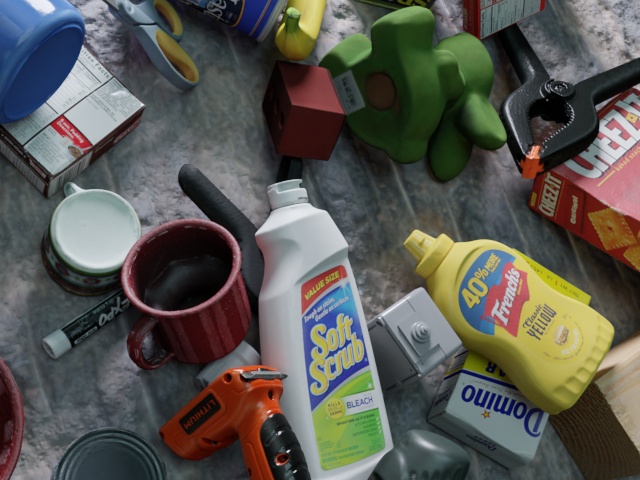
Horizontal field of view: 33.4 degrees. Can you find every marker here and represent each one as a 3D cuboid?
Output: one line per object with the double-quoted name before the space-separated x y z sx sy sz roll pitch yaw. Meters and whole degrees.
"marker" -0.168 0.054 0.856 0.121 0.020 0.020 -36 86 -29

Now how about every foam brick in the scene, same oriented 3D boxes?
"foam brick" -0.016 -0.115 0.948 0.051 0.053 0.078 6 38 -21

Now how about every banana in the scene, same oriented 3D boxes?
"banana" -0.013 -0.215 0.986 0.037 0.070 0.197 21 34 -8

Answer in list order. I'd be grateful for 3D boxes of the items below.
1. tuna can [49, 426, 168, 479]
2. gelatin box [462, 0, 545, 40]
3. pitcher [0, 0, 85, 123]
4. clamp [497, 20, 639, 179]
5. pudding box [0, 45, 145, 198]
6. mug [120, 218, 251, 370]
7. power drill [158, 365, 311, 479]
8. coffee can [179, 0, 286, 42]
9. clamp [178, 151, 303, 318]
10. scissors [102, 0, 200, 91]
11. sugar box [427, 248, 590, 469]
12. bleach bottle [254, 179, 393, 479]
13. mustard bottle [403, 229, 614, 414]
"tuna can" -0.159 0.185 0.799 0.086 0.034 0.086 8 68 -19
"gelatin box" 0.184 -0.251 1.069 0.089 0.073 0.030 -27 51 -15
"pitcher" -0.297 -0.210 0.818 0.243 0.149 0.144 38 46 4
"clamp" 0.240 -0.136 1.034 0.164 0.036 0.209 11 49 11
"pudding box" -0.216 -0.105 0.888 0.090 0.039 0.113 44 58 1
"mug" -0.107 0.052 0.830 0.093 0.081 0.117 22 59 25
"power drill" -0.049 0.202 0.787 0.057 0.185 0.188 9 45 -54
"coffee can" -0.093 -0.255 0.959 0.140 0.103 0.102 25 63 -11
"clamp" -0.056 0.001 0.909 0.120 0.039 0.171 -4 72 -25
"scissors" -0.162 -0.202 0.895 0.201 0.016 0.096 46 27 -47
"sugar box" 0.172 0.105 0.958 0.093 0.048 0.176 30 60 -8
"bleach bottle" -0.010 0.077 0.854 0.102 0.068 0.251 -9 86 -35
"mustard bottle" 0.152 0.056 0.913 0.191 0.058 0.096 37 66 1
